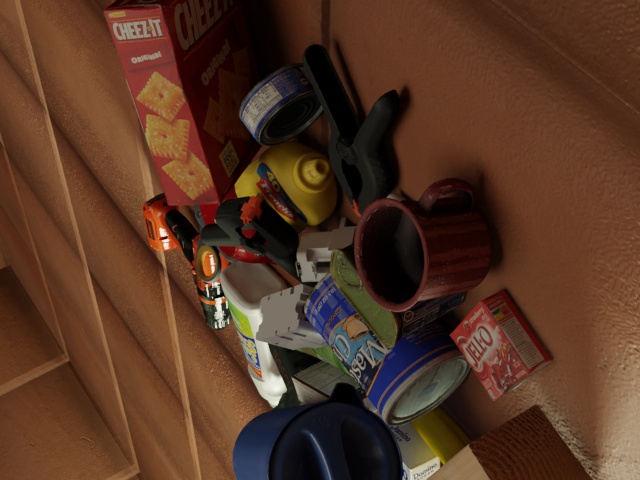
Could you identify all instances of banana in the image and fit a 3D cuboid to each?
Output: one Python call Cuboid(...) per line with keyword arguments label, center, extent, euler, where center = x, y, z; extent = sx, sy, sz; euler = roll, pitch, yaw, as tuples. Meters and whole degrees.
Cuboid(label="banana", center=(0.143, 0.230, 1.103), extent=(0.198, 0.037, 0.070), euler=(54, 157, 21))

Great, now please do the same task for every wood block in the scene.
Cuboid(label="wood block", center=(0.146, 0.245, 0.984), extent=(0.090, 0.090, 0.206), euler=(55, 144, 17))

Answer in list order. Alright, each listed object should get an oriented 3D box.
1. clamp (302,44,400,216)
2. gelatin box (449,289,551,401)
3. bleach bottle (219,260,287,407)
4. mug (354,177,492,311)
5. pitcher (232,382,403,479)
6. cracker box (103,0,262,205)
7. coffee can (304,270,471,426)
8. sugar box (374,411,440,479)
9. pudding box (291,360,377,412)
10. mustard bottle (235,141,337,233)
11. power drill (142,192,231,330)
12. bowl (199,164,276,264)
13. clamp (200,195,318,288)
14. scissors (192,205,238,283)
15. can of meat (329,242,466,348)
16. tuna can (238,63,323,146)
Cuboid(label="clamp", center=(0.028, -0.099, 0.985), extent=(0.120, 0.039, 0.171), euler=(50, 155, 34))
Cuboid(label="gelatin box", center=(0.154, 0.093, 0.930), extent=(0.073, 0.030, 0.089), euler=(58, 158, 14))
Cuboid(label="bleach bottle", center=(-0.072, 0.144, 1.460), extent=(0.103, 0.068, 0.251), euler=(43, 153, 43))
Cuboid(label="mug", center=(0.091, -0.002, 0.879), extent=(0.093, 0.081, 0.117), euler=(48, 132, 38))
Cuboid(label="pitcher", center=(-0.019, 0.242, 1.105), extent=(0.145, 0.149, 0.243), euler=(55, 162, -2))
Cuboid(label="cracker box", center=(-0.124, -0.167, 1.088), extent=(0.072, 0.164, 0.214), euler=(0, 123, 22))
Cuboid(label="coffee can", center=(0.064, 0.094, 1.036), extent=(0.140, 0.102, 0.103), euler=(51, 156, 28))
Cuboid(label="sugar box", center=(0.101, 0.276, 1.225), extent=(0.093, 0.048, 0.176), euler=(51, 160, 46))
Cuboid(label="pudding box", center=(0.032, 0.162, 1.203), extent=(0.114, 0.090, 0.039), euler=(15, 128, 62))
Cuboid(label="mustard bottle", center=(-0.030, -0.057, 1.136), extent=(0.096, 0.058, 0.192), euler=(55, 158, -4))
Cuboid(label="power drill", center=(-0.194, 0.026, 1.607), extent=(0.188, 0.057, 0.184), euler=(42, 146, 37))
Cuboid(label="bowl", center=(-0.108, -0.031, 1.348), extent=(0.162, 0.055, 0.162), euler=(48, 153, 33))
Cuboid(label="clamp", center=(-0.058, 0.001, 1.164), extent=(0.164, 0.036, 0.210), euler=(25, 165, 2))
Cuboid(label="scissors", center=(-0.171, -0.016, 1.493), extent=(0.016, 0.096, 0.202), euler=(19, -164, -47))
Cuboid(label="can of meat", center=(0.071, 0.035, 0.978), extent=(0.102, 0.083, 0.057), euler=(50, 155, 29))
Cuboid(label="tuna can", center=(-0.034, -0.130, 1.026), extent=(0.034, 0.086, 0.086), euler=(55, 157, 16))
